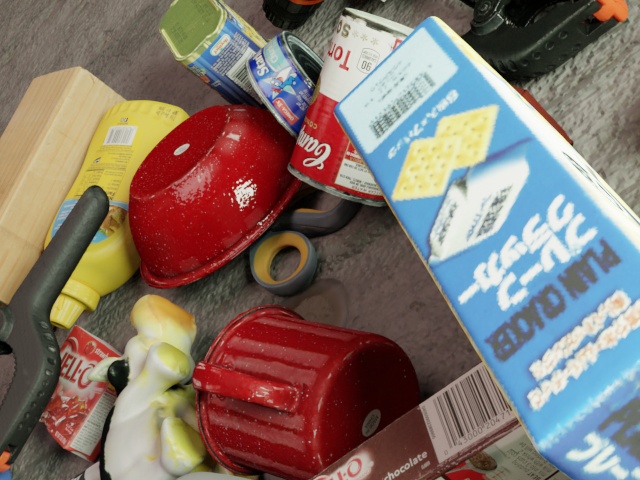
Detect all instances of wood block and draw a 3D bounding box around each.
[{"bbox_3d":[-0.238,-0.036,0.917,0.090,0.090,0.206,-1,59,48],"label":"wood block"}]

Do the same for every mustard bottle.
[{"bbox_3d":[-0.168,-0.019,0.848,0.096,0.058,0.191,5,63,36],"label":"mustard bottle"}]

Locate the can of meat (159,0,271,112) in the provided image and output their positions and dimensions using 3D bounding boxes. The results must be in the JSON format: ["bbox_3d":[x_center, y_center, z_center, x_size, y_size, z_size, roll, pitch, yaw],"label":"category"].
[{"bbox_3d":[-0.073,-0.146,0.829,0.057,0.083,0.102,-46,36,9],"label":"can of meat"}]

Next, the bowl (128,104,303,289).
[{"bbox_3d":[-0.082,-0.044,0.750,0.162,0.055,0.162,-31,29,20],"label":"bowl"}]

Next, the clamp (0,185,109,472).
[{"bbox_3d":[-0.241,0.062,0.784,0.165,0.036,0.210,-4,68,20],"label":"clamp"}]

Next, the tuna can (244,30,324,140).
[{"bbox_3d":[-0.010,-0.098,0.713,0.034,0.086,0.086,-39,37,16],"label":"tuna can"}]

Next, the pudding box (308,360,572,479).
[{"bbox_3d":[0.064,0.104,0.450,0.114,0.090,0.039,-37,39,21],"label":"pudding box"}]

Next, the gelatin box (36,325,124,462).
[{"bbox_3d":[-0.171,0.107,0.767,0.089,0.030,0.073,21,77,54],"label":"gelatin box"}]

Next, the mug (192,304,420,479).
[{"bbox_3d":[-0.011,0.080,0.539,0.082,0.117,0.093,6,76,45],"label":"mug"}]

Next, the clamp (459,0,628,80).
[{"bbox_3d":[0.108,-0.140,0.654,0.172,0.039,0.120,-11,65,44],"label":"clamp"}]

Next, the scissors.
[{"bbox_3d":[-0.055,0.001,0.740,0.202,0.016,0.096,-12,51,43],"label":"scissors"}]

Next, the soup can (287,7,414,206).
[{"bbox_3d":[0.028,-0.080,0.640,0.069,0.068,0.102,43,118,55],"label":"soup can"}]
